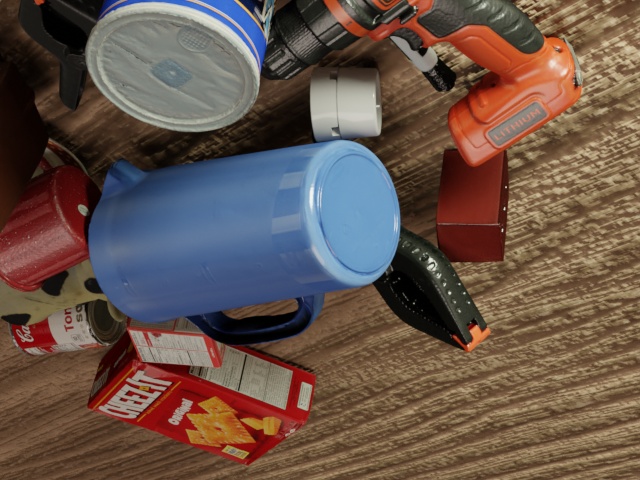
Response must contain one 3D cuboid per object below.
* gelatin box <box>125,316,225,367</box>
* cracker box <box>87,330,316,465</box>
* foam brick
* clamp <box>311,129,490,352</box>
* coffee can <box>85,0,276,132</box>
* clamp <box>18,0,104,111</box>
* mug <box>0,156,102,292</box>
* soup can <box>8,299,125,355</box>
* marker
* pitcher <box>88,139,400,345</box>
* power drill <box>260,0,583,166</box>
[{"bbox_3d":[-0.146,0.098,1.082,0.089,0.030,0.073,4,147,8],"label":"gelatin box"},{"bbox_3d":[-0.138,0.176,1.221,0.213,0.072,0.164,23,143,-19],"label":"cracker box"},{"bbox_3d":[0.122,-0.028,0.852,0.051,0.078,0.053,2,146,13],"label":"foam brick"},{"bbox_3d":[0.052,0.016,0.886,0.210,0.036,0.165,47,153,12],"label":"clamp"},{"bbox_3d":[-0.077,-0.153,0.659,0.103,0.140,0.103,6,146,4],"label":"coffee can"},{"bbox_3d":[-0.173,-0.140,0.777,0.120,0.039,0.171,-4,150,24],"label":"clamp"},{"bbox_3d":[-0.237,-0.024,0.907,0.082,0.093,0.117,-23,95,20],"label":"mug"},{"bbox_3d":[-0.265,0.082,1.118,0.102,0.068,0.068,-9,142,24],"label":"soup can"},{"bbox_3d":[0.058,-0.144,0.748,0.020,0.020,0.121,-18,138,35],"label":"marker"},{"bbox_3d":[-0.056,0.001,0.846,0.243,0.145,0.149,-8,163,42],"label":"pitcher"},{"bbox_3d":[0.071,-0.127,0.711,0.185,0.057,0.187,-32,132,28],"label":"power drill"}]
